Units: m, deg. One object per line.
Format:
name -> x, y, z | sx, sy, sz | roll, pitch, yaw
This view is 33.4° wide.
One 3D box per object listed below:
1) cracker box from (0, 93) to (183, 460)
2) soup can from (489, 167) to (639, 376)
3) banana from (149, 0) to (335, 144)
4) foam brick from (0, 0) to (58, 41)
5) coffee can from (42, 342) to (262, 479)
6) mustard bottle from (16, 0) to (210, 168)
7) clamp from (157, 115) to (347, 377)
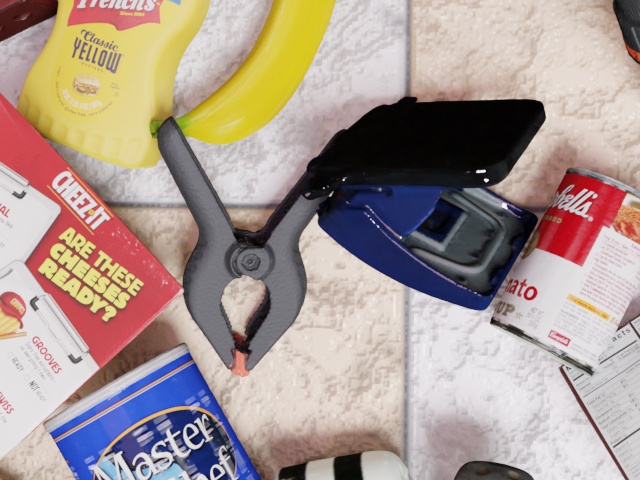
cracker box -> -0.218, 0.042, 0.645 | 0.213, 0.072, 0.164 | -44, 104, -10
soup can -> 0.150, 0.018, 0.615 | 0.068, 0.068, 0.102 | 28, 89, 9
banana -> -0.028, -0.134, 0.658 | 0.037, 0.069, 0.198 | 38, 100, 50
foam brick -> -0.223, -0.162, 0.704 | 0.078, 0.053, 0.051 | -21, 90, 14
coffee can -> -0.096, 0.150, 0.676 | 0.103, 0.102, 0.140 | -31, 88, 14
mustard bottle -> -0.122, -0.148, 0.679 | 0.096, 0.058, 0.192 | 22, 99, 12
clamp -> -0.054, 0.001, 0.668 | 0.120, 0.039, 0.171 | 13, 105, -6
